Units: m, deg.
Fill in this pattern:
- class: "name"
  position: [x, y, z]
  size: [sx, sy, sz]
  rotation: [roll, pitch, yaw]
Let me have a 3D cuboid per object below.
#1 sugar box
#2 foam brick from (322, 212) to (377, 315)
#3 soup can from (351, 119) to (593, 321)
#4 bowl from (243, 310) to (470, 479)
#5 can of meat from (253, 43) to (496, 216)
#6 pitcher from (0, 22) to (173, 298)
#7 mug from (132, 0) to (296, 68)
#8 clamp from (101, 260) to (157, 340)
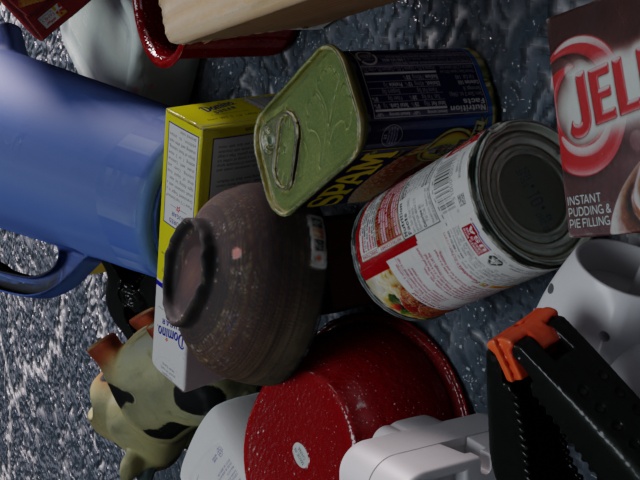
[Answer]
- class: "sugar box"
  position: [-0.055, 0.001, 0.670]
  size: [0.048, 0.093, 0.176]
  rotation: [33, 124, 40]
- class: "foam brick"
  position: [0.006, 0.015, 0.614]
  size: [0.078, 0.051, 0.053]
  rotation: [-19, 79, 60]
- class: "soup can"
  position: [0.067, -0.007, 0.486]
  size: [0.102, 0.068, 0.068]
  rotation: [-31, 69, 58]
- class: "bowl"
  position: [0.007, 0.118, 0.588]
  size: [0.162, 0.055, 0.162]
  rotation: [-9, 78, 46]
- class: "can of meat"
  position: [0.026, -0.055, 0.530]
  size: [0.102, 0.083, 0.057]
  rotation: [-38, 63, 56]
- class: "pitcher"
  position: [-0.177, -0.045, 0.746]
  size: [0.243, 0.144, 0.149]
  rotation: [19, 136, 31]
- class: "mug"
  position: [-0.069, -0.153, 0.677]
  size: [0.117, 0.081, 0.093]
  rotation: [-29, 72, 58]
- class: "clamp"
  position: [-0.152, 0.029, 0.858]
  size: [0.120, 0.039, 0.171]
  rotation: [32, 138, 24]
